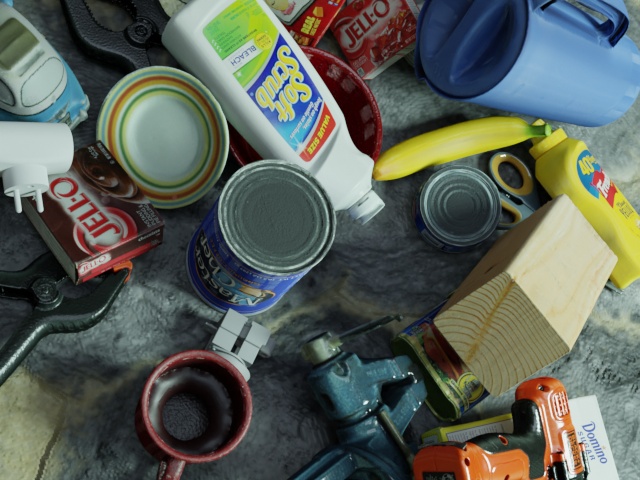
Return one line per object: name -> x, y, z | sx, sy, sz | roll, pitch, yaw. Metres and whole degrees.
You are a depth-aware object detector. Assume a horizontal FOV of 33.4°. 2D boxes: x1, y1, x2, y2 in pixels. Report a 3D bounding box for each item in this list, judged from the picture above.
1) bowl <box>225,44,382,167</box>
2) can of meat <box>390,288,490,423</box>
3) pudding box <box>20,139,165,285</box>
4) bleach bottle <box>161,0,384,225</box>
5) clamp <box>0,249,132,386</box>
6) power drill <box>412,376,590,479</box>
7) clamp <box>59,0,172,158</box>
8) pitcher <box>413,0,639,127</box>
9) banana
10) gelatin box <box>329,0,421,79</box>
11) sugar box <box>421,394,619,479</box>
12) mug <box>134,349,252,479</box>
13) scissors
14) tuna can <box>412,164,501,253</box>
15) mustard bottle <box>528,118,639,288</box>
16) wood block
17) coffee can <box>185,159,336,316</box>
bowl -> -0.024, -0.107, 1.039 | 0.162, 0.055, 0.162 | 6, 71, -17
can of meat -> 0.127, 0.110, 1.016 | 0.083, 0.057, 0.102 | -32, 85, -23
pudding box -> -0.204, -0.026, 0.941 | 0.089, 0.039, 0.114 | -27, 62, -29
bleach bottle -> -0.029, -0.122, 0.978 | 0.102, 0.068, 0.251 | -42, 91, -24
clamp -> -0.249, 0.044, 0.923 | 0.171, 0.039, 0.120 | -30, 82, -32
power drill -> 0.165, 0.222, 0.912 | 0.187, 0.057, 0.184 | -9, 85, -46
clamp -> -0.175, -0.184, 1.025 | 0.210, 0.036, 0.164 | 33, 69, -6
pitcher -> 0.225, -0.188, 1.060 | 0.242, 0.149, 0.145 | 7, 108, -44
banana -> 0.131, -0.098, 1.081 | 0.197, 0.070, 0.037 | -17, 95, -14
gelatin box -> 0.059, -0.216, 1.086 | 0.030, 0.089, 0.073 | -18, 78, -58
sugar box -> 0.190, 0.208, 1.011 | 0.176, 0.048, 0.093 | -7, 76, -24
mug -> -0.115, 0.158, 0.905 | 0.093, 0.082, 0.117 | 18, 67, -12
scissors -> 0.240, -0.024, 1.121 | 0.201, 0.016, 0.096 | 24, 66, -10
tuna can -> 0.137, -0.032, 1.068 | 0.086, 0.034, 0.086 | 1, 80, -5
mustard bottle -> 0.277, -0.045, 1.107 | 0.191, 0.058, 0.096 | 54, 34, 6
wood block -> 0.195, 0.044, 0.989 | 0.090, 0.091, 0.205 | 51, 34, 0
coffee can -> -0.056, 0.001, 0.945 | 0.102, 0.140, 0.103 | 6, 71, -17
